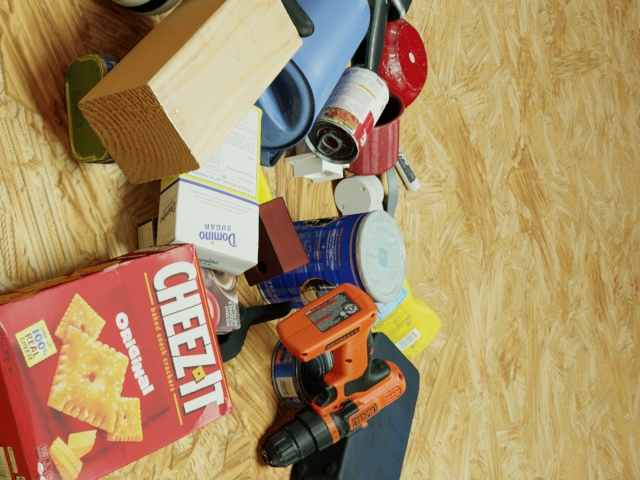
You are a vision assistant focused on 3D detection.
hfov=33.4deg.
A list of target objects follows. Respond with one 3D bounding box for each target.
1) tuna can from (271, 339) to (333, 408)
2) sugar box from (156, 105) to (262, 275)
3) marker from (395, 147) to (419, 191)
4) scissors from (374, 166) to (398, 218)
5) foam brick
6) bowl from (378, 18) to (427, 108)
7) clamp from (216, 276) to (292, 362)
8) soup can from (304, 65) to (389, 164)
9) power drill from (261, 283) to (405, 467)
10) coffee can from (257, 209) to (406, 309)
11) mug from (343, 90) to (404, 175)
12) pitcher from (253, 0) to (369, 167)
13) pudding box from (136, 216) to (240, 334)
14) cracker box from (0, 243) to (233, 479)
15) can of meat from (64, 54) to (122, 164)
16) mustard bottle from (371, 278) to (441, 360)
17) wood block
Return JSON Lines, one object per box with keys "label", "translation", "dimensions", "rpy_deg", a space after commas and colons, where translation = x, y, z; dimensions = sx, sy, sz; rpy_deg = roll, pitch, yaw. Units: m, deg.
{"label": "tuna can", "translation": [-0.019, 0.150, 1.229], "dimensions": [0.086, 0.034, 0.086], "rpy_deg": [16, 71, -56]}
{"label": "sugar box", "translation": [-0.107, -0.061, 1.038], "dimensions": [0.093, 0.048, 0.176], "rpy_deg": [18, 61, -32]}
{"label": "marker", "translation": [0.108, -0.118, 1.496], "dimensions": [0.121, 0.020, 0.020], "rpy_deg": [58, 40, -36]}
{"label": "scissors", "translation": [0.093, -0.017, 1.388], "dimensions": [0.096, 0.016, 0.202], "rpy_deg": [128, -50, -72]}
{"label": "foam brick", "translation": [-0.057, 0.001, 1.120], "dimensions": [0.051, 0.053, 0.078], "rpy_deg": [-27, 94, -55]}
{"label": "bowl", "translation": [0.105, -0.250, 1.482], "dimensions": [0.161, 0.055, 0.162], "rpy_deg": [15, 72, -56]}
{"label": "clamp", "translation": [-0.101, 0.062, 1.111], "dimensions": [0.120, 0.039, 0.171], "rpy_deg": [57, 39, -8]}
{"label": "soup can", "translation": [0.032, -0.147, 1.246], "dimensions": [0.068, 0.069, 0.102], "rpy_deg": [58, 46, -35]}
{"label": "power drill", "translation": [0.005, 0.147, 1.145], "dimensions": [0.184, 0.057, 0.187], "rpy_deg": [-31, 139, -20]}
{"label": "coffee can", "translation": [0.011, 0.024, 1.198], "dimensions": [0.102, 0.141, 0.103], "rpy_deg": [16, 71, -56]}
{"label": "mug", "translation": [0.053, -0.142, 1.348], "dimensions": [0.093, 0.117, 0.081], "rpy_deg": [-20, 135, -19]}
{"label": "pitcher", "translation": [-0.030, -0.205, 1.203], "dimensions": [0.145, 0.149, 0.242], "rpy_deg": [48, 39, -14]}
{"label": "pudding box", "translation": [-0.129, 0.035, 1.039], "dimensions": [0.089, 0.039, 0.113], "rpy_deg": [2, 75, -40]}
{"label": "cracker box", "translation": [-0.184, 0.106, 0.898], "dimensions": [0.213, 0.072, 0.164], "rpy_deg": [-20, 101, -44]}
{"label": "can of meat", "translation": [-0.186, -0.119, 0.988], "dimensions": [0.083, 0.058, 0.102], "rpy_deg": [-3, 86, -56]}
{"label": "mustard bottle", "translation": [0.072, 0.080, 1.339], "dimensions": [0.191, 0.096, 0.058], "rpy_deg": [47, 5, -42]}
{"label": "wood block", "translation": [-0.112, -0.152, 0.968], "dimensions": [0.090, 0.091, 0.205], "rpy_deg": [59, 42, -26]}
